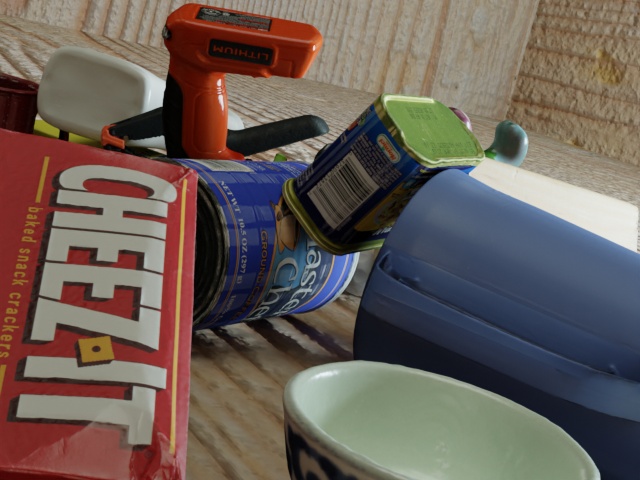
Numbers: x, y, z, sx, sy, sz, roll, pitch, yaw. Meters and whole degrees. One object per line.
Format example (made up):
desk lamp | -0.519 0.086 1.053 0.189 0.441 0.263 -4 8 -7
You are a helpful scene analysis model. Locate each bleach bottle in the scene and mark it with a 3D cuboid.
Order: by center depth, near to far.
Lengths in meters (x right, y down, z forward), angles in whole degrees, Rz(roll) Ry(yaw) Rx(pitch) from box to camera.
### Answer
bleach bottle | -0.139 -0.108 0.945 0.103 0.068 0.250 18 4 18

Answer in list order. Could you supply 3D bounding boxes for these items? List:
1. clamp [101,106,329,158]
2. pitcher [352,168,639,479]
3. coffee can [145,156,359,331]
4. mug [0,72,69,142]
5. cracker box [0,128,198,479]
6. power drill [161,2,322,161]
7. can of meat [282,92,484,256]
clamp | -0.084 -0.046 0.814 0.171 0.120 0.039 7 5 -9
pitcher | 0.143 0.063 0.562 0.243 0.145 0.149 24 53 26
coffee can | -0.054 0.001 0.657 0.103 0.103 0.140 22 14 31
mug | -0.267 -0.092 0.879 0.117 0.081 0.093 10 13 -19
cracker box | -0.153 0.024 0.368 0.213 0.072 0.164 11 40 -14
power drill | -0.053 -0.062 0.753 0.184 0.188 0.057 10 24 -6
can of meat | 0.040 -0.041 0.640 0.057 0.084 0.101 56 29 15
